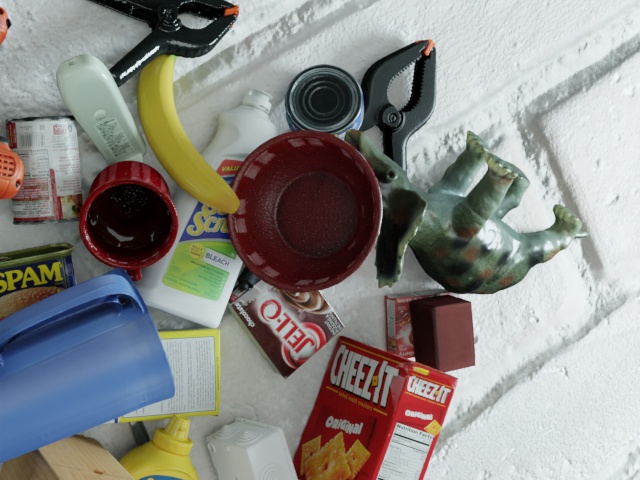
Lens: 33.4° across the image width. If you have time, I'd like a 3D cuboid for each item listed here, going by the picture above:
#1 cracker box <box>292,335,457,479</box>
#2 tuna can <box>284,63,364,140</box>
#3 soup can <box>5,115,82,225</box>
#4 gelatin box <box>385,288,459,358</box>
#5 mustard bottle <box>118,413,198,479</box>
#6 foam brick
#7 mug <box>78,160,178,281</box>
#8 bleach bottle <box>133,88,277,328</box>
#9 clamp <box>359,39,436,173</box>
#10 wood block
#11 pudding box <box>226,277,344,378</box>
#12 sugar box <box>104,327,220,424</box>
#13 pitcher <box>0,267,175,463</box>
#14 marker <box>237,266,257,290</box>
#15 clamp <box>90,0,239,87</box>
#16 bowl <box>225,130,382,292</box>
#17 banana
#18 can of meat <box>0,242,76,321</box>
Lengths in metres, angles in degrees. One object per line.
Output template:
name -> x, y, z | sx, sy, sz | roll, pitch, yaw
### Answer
cracker box -> 0.044, 0.223, 1.150 | 0.072, 0.164, 0.213 | 22, 85, -27
tuna can -> 0.004, -0.145, 1.149 | 0.086, 0.034, 0.086 | -1, 74, 2
soup can -> -0.267, -0.068, 1.033 | 0.068, 0.069, 0.102 | -6, 97, -25
gelatin box -> 0.121, 0.097, 1.249 | 0.089, 0.030, 0.073 | -5, 97, -24
mustard bottle -> -0.175, 0.268, 1.085 | 0.096, 0.058, 0.191 | 21, 92, -34
foam brick -> 0.139, 0.105, 1.211 | 0.051, 0.053, 0.078 | -9, 101, -24
mug -> -0.185, -0.018, 1.044 | 0.093, 0.081, 0.117 | -7, 112, -7
bleach bottle -> -0.112, -0.041, 1.113 | 0.102, 0.068, 0.251 | 22, 83, -25
clamp -> 0.063, -0.138, 1.198 | 0.164, 0.036, 0.210 | 23, 88, -25
wood block -> -0.238, 0.244, 0.997 | 0.090, 0.206, 0.090 | 18, 87, -25
pudding box -> -0.040, 0.080, 1.167 | 0.090, 0.039, 0.113 | -41, 109, -15
sugar box -> -0.192, 0.139, 1.097 | 0.176, 0.048, 0.093 | 0, 88, -23
pitcher -> -0.263, 0.121, 0.956 | 0.242, 0.145, 0.149 | -23, 106, -20
marker -> -0.057, 0.001, 1.144 | 0.020, 0.020, 0.121 | 39, 61, -23
clamp -> -0.161, -0.209, 1.074 | 0.171, 0.039, 0.120 | -4, 79, -23
bowl -> -0.011, -0.028, 1.077 | 0.162, 0.055, 0.162 | -1, 87, 15
banana -> -0.142, -0.111, 1.074 | 0.069, 0.037, 0.198 | -19, 77, -3
can of meat -> -0.287, 0.054, 1.042 | 0.102, 0.058, 0.084 | -11, 101, -24
